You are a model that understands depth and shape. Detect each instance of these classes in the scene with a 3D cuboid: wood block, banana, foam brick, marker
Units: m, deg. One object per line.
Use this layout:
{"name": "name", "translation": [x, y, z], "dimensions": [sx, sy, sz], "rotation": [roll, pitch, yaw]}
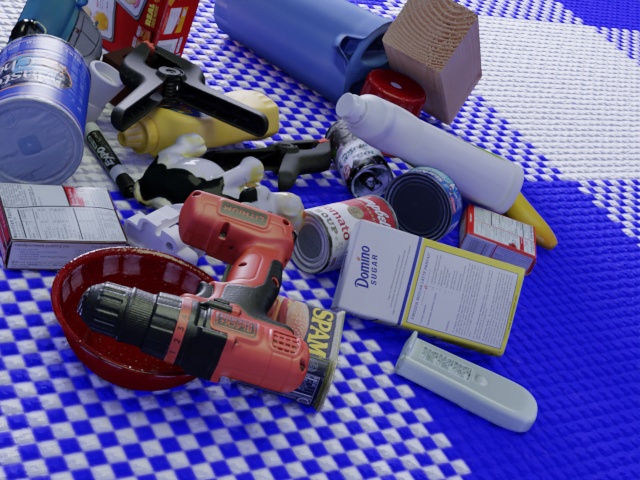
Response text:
{"name": "wood block", "translation": [0.151, -0.240, 1.408], "dimensions": [0.090, 0.091, 0.206], "rotation": [32, -5, 15]}
{"name": "banana", "translation": [0.242, -0.059, 1.348], "dimensions": [0.069, 0.037, 0.198], "rotation": [10, 34, -17]}
{"name": "foam brick", "translation": [-0.214, -0.181, 1.241], "dimensions": [0.078, 0.051, 0.052], "rotation": [34, 35, 18]}
{"name": "marker", "translation": [-0.221, -0.084, 1.124], "dimensions": [0.020, 0.020, 0.121], "rotation": [-5, 41, -36]}

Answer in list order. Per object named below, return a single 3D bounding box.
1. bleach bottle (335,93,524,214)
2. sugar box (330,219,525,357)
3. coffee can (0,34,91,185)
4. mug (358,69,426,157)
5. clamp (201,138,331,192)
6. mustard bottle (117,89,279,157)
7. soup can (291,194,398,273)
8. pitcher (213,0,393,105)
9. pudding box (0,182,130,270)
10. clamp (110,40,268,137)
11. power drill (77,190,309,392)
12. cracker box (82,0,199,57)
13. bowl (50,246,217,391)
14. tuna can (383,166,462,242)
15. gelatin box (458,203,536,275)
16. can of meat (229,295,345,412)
{"name": "bleach bottle", "translation": [0.121, -0.108, 1.236], "dimensions": [0.250, 0.068, 0.103], "rotation": [23, 5, -39]}
{"name": "sugar box", "translation": [0.106, 0.048, 1.060], "dimensions": [0.176, 0.093, 0.048], "rotation": [17, -10, -6]}
{"name": "coffee can", "translation": [-0.287, -0.131, 1.077], "dimensions": [0.102, 0.103, 0.140], "rotation": [12, 34, -16]}
{"name": "mug", "translation": [0.086, -0.173, 1.379], "dimensions": [0.093, 0.082, 0.117], "rotation": [18, 33, -6]}
{"name": "clamp", "translation": [-0.035, -0.087, 1.203], "dimensions": [0.120, 0.039, 0.171], "rotation": [27, 31, 37]}
{"name": "mustard bottle", "translation": [-0.144, -0.128, 1.191], "dimensions": [0.096, 0.058, 0.191], "rotation": [18, 25, 41]}
{"name": "soup can", "translation": [0.022, -0.007, 1.113], "dimensions": [0.102, 0.069, 0.069], "rotation": [-14, 47, -42]}
{"name": "pitcher", "translation": [-0.019, -0.279, 1.448], "dimensions": [0.243, 0.149, 0.144], "rotation": [32, 49, 21]}
{"name": "pudding box", "translation": [-0.243, -0.012, 0.990], "dimensions": [0.113, 0.039, 0.090], "rotation": [0, 39, -28]}
{"name": "clamp", "translation": [-0.169, -0.162, 1.136], "dimensions": [0.164, 0.036, 0.210], "rotation": [-4, 32, -31]}
{"name": "power drill", "translation": [-0.095, 0.036, 0.886], "dimensions": [0.184, 0.057, 0.187], "rotation": [20, 35, -10]}
{"name": "cracker box", "translation": [-0.247, -0.330, 1.335], "dimensions": [0.214, 0.164, 0.071], "rotation": [38, 34, 22]}
{"name": "bowl", "translation": [-0.151, 0.075, 0.900], "dimensions": [0.162, 0.055, 0.162], "rotation": [15, 33, -11]}
{"name": "tuna can", "translation": [0.115, -0.039, 1.199], "dimensions": [0.086, 0.086, 0.033], "rotation": [34, 33, 18]}
{"name": "gelatin box", "translation": [0.208, -0.001, 1.251], "dimensions": [0.089, 0.030, 0.073], "rotation": [20, 31, -3]}
{"name": "can of meat", "translation": [-0.029, 0.094, 0.946], "dimensions": [0.084, 0.057, 0.102], "rotation": [17, 32, -3]}
